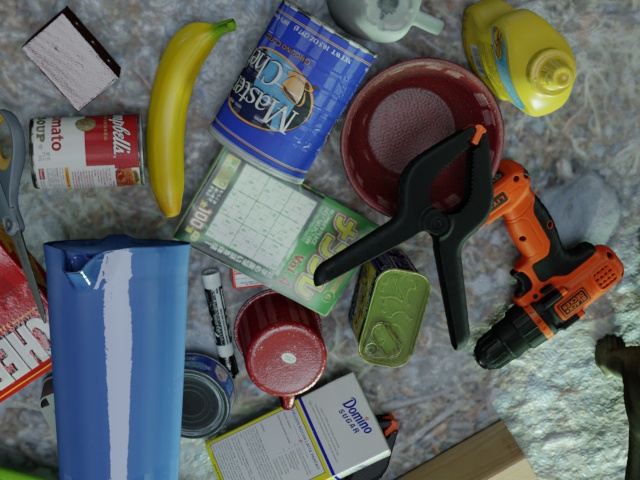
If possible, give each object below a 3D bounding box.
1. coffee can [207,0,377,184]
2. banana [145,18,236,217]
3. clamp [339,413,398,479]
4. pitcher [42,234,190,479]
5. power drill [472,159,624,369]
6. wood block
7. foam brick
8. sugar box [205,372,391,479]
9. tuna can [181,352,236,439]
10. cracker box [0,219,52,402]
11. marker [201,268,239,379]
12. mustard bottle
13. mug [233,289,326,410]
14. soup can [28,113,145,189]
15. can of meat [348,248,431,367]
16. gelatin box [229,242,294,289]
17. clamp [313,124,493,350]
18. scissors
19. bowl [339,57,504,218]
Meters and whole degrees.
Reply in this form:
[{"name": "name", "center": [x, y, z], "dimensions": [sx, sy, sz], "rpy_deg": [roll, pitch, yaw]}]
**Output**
[{"name": "coffee can", "center": [-0.026, -0.138, 0.990], "dimensions": [0.102, 0.103, 0.140], "rpy_deg": [28, 101, -16]}, {"name": "banana", "center": [-0.134, -0.123, 1.001], "dimensions": [0.037, 0.070, 0.198], "rpy_deg": [2, 114, -40]}, {"name": "clamp", "center": [0.020, 0.257, 1.158], "dimensions": [0.171, 0.039, 0.120], "rpy_deg": [-30, 107, 3]}, {"name": "pitcher", "center": [-0.182, 0.115, 0.992], "dimensions": [0.149, 0.145, 0.243], "rpy_deg": [-2, 95, -29]}, {"name": "power drill", "center": [0.197, 0.025, 1.103], "dimensions": [0.184, 0.057, 0.187], "rpy_deg": [-39, 111, 4]}, {"name": "wood block", "center": [0.140, 0.298, 1.164], "dimensions": [0.206, 0.090, 0.091], "rpy_deg": [-30, 110, 3]}, {"name": "foam brick", "center": [-0.227, -0.166, 0.977], "dimensions": [0.051, 0.053, 0.078], "rpy_deg": [-39, 110, 5]}, {"name": "sugar box", "center": [-0.024, 0.218, 1.116], "dimensions": [0.176, 0.048, 0.093], "rpy_deg": [-24, 70, -2]}, {"name": "tuna can", "center": [-0.132, 0.161, 1.097], "dimensions": [0.086, 0.033, 0.086], "rpy_deg": [2, 113, 6]}, {"name": "cracker box", "center": [-0.353, 0.057, 1.021], "dimensions": [0.164, 0.072, 0.213], "rpy_deg": [-33, 110, 3]}, {"name": "marker", "center": [-0.102, 0.088, 1.097], "dimensions": [0.020, 0.020, 0.121], "rpy_deg": [-11, 109, -5]}, {"name": "mustard bottle", "center": [0.184, -0.163, 0.966], "dimensions": [0.058, 0.192, 0.096], "rpy_deg": [-20, 110, -2]}, {"name": "mug", "center": [-0.038, 0.117, 1.082], "dimensions": [0.093, 0.081, 0.117], "rpy_deg": [-4, 108, -8]}, {"name": "soup can", "center": [-0.217, -0.083, 0.998], "dimensions": [0.102, 0.068, 0.068], "rpy_deg": [-3, 108, -8]}, {"name": "can of meat", "center": [0.066, 0.064, 1.080], "dimensions": [0.057, 0.084, 0.102], "rpy_deg": [10, 106, -12]}, {"name": "gelatin box", "center": [-0.057, 0.001, 1.070], "dimensions": [0.073, 0.030, 0.089], "rpy_deg": [-7, 108, -8]}, {"name": "clamp", "center": [0.095, -0.016, 1.006], "dimensions": [0.164, 0.036, 0.210], "rpy_deg": [18, 93, -13]}, {"name": "scissors", "center": [-0.272, -0.033, 0.963], "dimensions": [0.096, 0.016, 0.202], "rpy_deg": [-47, 67, 34]}, {"name": "bowl", "center": [0.095, -0.101, 1.044], "dimensions": [0.162, 0.055, 0.162], "rpy_deg": [-2, 107, -7]}]
